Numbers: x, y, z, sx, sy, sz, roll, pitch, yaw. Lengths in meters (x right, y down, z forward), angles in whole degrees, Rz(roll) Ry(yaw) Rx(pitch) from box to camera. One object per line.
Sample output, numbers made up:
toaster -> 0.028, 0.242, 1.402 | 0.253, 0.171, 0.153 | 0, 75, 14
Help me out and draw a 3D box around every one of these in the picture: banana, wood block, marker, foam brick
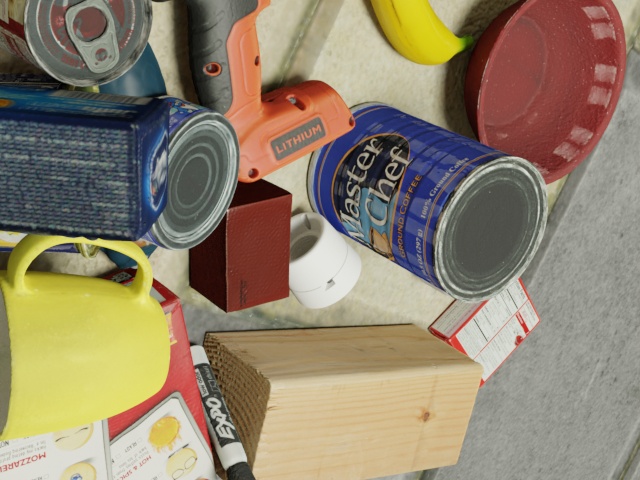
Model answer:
banana -> 0.055, -0.188, 0.733 | 0.197, 0.037, 0.069 | 61, 43, -42
wood block -> 0.013, 0.123, 0.807 | 0.205, 0.090, 0.091 | 2, 108, -39
marker -> -0.069, 0.126, 0.727 | 0.020, 0.121, 0.020 | -20, 150, -12
foam brick -> -0.055, 0.001, 0.721 | 0.052, 0.051, 0.078 | -13, 118, -33

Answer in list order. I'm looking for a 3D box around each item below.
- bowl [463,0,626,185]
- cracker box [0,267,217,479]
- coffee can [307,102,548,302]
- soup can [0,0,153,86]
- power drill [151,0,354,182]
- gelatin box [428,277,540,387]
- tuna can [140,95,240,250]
bowl -> 0.164, -0.126, 0.832 | 0.161, 0.055, 0.162 | -17, 120, -32
cracker box -> -0.158, 0.143, 0.693 | 0.164, 0.072, 0.214 | -25, 125, -27
coffee can -> 0.072, -0.030, 0.746 | 0.102, 0.140, 0.103 | -17, 120, -32
soup can -> -0.141, -0.125, 0.557 | 0.068, 0.102, 0.068 | -17, 120, -32
power drill -> -0.033, -0.145, 0.668 | 0.184, 0.057, 0.187 | -29, 124, -24
gelatin box -> 0.144, 0.072, 0.928 | 0.089, 0.030, 0.073 | -45, 130, -13
tuna can -> -0.083, -0.038, 0.615 | 0.086, 0.034, 0.086 | -41, 142, -44
